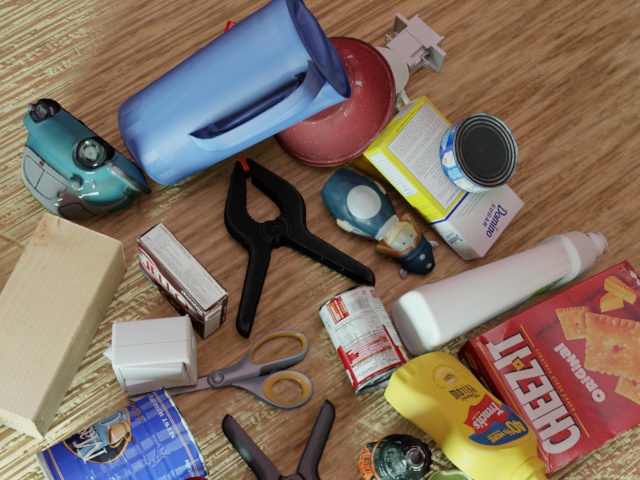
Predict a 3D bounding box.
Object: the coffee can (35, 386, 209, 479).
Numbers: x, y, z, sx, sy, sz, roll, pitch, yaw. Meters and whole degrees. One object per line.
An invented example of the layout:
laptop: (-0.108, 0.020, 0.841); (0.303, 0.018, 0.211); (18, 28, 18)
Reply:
coffee can: (-0.196, 0.223, 1.060); (0.140, 0.103, 0.103); (-27, 73, -16)

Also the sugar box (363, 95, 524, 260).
sugar box: (0.141, -0.070, 1.213); (0.176, 0.048, 0.093); (47, 68, -14)

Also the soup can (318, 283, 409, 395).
soup can: (0.048, 0.106, 1.151); (0.068, 0.068, 0.102); (-21, 71, -14)

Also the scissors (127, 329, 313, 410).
scissors: (-0.095, 0.162, 1.142); (0.201, 0.016, 0.096); (-26, 73, -15)

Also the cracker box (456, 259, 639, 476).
cracker box: (0.284, 0.138, 1.159); (0.213, 0.072, 0.164); (-25, 72, -14)

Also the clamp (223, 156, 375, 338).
clamp: (-0.058, 0.001, 1.200); (0.164, 0.036, 0.210); (-27, 71, -16)

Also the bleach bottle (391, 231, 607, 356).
bleach bottle: (0.208, 0.048, 1.185); (0.250, 0.103, 0.068); (-21, 80, -20)

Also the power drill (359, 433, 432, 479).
power drill: (0.080, 0.281, 1.030); (0.057, 0.184, 0.187); (-2, 77, -6)

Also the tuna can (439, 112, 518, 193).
tuna can: (0.176, -0.096, 1.188); (0.086, 0.034, 0.086); (5, 79, -26)

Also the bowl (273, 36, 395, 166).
bowl: (0.003, -0.170, 1.230); (0.162, 0.055, 0.162); (-5, 75, 21)

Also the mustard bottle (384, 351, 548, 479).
mustard bottle: (0.159, 0.192, 1.077); (0.096, 0.058, 0.192); (-10, 41, -42)

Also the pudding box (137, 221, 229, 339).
pudding box: (-0.148, 0.044, 1.145); (0.113, 0.090, 0.039); (44, 70, 12)

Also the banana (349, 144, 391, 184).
banana: (0.073, -0.102, 1.260); (0.198, 0.037, 0.069); (22, 44, 1)

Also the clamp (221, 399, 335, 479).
clamp: (-0.023, 0.246, 1.103); (0.120, 0.039, 0.171); (-17, 76, -7)

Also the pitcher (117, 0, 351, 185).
pitcher: (-0.098, -0.154, 1.161); (0.243, 0.149, 0.145); (-28, 78, 17)

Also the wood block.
wood block: (-0.289, 0.089, 1.113); (0.091, 0.090, 0.206); (21, 67, 3)
